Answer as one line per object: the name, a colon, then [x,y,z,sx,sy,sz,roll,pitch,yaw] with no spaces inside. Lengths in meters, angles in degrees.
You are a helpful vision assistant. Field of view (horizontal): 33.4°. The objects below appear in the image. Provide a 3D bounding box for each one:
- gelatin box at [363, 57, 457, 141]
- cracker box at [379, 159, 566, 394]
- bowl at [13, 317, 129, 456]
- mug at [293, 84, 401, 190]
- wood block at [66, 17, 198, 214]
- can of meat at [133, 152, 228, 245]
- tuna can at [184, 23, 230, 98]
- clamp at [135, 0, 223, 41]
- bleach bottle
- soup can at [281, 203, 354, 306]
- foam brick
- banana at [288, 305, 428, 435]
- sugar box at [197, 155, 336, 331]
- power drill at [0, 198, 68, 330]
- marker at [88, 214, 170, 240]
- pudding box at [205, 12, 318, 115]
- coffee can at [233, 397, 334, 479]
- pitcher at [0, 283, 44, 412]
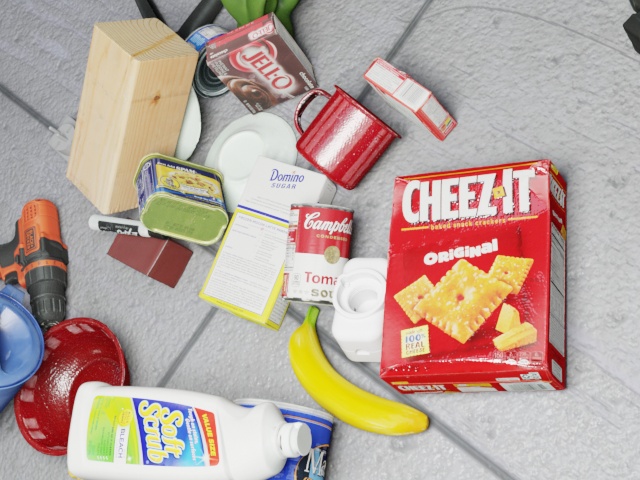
gelatin box: [0.096,-0.151,1.141,0.030,0.073,0.089,-51,54,2]
cracker box: [0.148,0.036,1.027,0.164,0.072,0.213,-5,66,25]
bowl: [-0.276,0.173,1.238,0.162,0.055,0.162,-12,65,26]
mug: [0.018,-0.116,1.159,0.117,0.093,0.081,41,99,18]
wood block: [-0.223,-0.145,1.251,0.090,0.090,0.206,41,128,30]
can of meat: [-0.157,-0.046,1.206,0.057,0.102,0.084,-62,26,28]
tuna can: [-0.131,-0.216,1.294,0.034,0.086,0.086,39,92,34]
clamp: [-0.178,-0.255,1.367,0.165,0.036,0.210,-10,68,28]
bleach bottle: [-0.123,0.182,1.016,0.251,0.068,0.102,-7,67,28]
soup can: [-0.003,0.016,1.114,0.069,0.068,0.102,3,85,31]
foam brick: [-0.201,0.015,1.261,0.078,0.053,0.051,24,83,36]
banana: [0.024,0.144,1.084,0.069,0.037,0.198,-50,55,3]
sugar box: [-0.057,0.002,1.182,0.093,0.048,0.176,19,79,25]
power drill: [-0.404,0.057,1.362,0.188,0.057,0.184,-24,56,17]
marker: [-0.220,-0.015,1.238,0.121,0.020,0.020,8,74,33]
pudding box: [-0.067,-0.202,1.230,0.090,0.113,0.039,-20,58,18]
coffee can: [-0.048,0.234,1.049,0.103,0.102,0.140,-1,70,30]
pitcher: [-0.423,0.165,1.249,0.243,0.148,0.145,-48,62,39]
